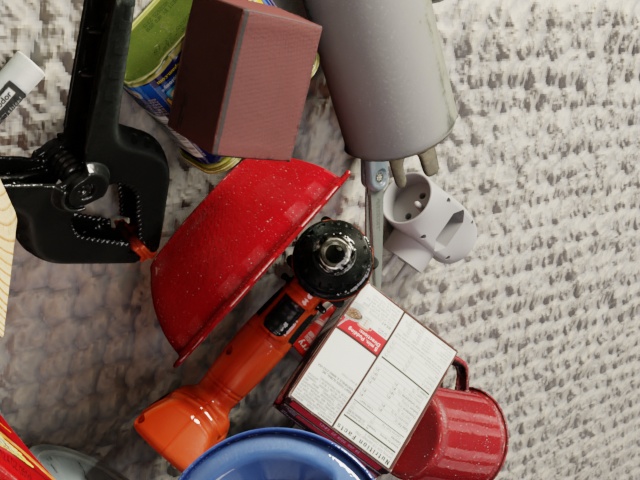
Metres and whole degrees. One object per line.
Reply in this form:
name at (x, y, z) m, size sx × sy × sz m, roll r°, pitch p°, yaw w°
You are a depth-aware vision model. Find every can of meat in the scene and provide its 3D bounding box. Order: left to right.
can of meat at (-0.063, -0.104, 0.620) m, size 0.102 × 0.058 × 0.083 m, roll -50°, pitch 135°, yaw -8°

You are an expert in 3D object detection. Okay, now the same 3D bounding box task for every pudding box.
pudding box at (0.034, 0.098, 0.756) m, size 0.113 × 0.090 × 0.039 m, roll -54°, pitch -175°, yaw -28°

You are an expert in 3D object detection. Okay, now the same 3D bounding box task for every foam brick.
foam brick at (-0.041, -0.088, 0.570) m, size 0.051 × 0.053 × 0.078 m, roll 0°, pitch 112°, yaw -38°

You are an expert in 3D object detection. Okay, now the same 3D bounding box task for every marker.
marker at (-0.192, -0.049, 0.562) m, size 0.121 × 0.020 × 0.020 m, roll -50°, pitch 137°, yaw -6°

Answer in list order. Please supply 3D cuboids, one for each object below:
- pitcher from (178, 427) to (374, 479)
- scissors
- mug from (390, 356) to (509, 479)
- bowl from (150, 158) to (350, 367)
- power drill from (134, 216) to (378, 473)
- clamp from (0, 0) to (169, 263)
pitcher at (-0.014, 0.189, 0.684) m, size 0.145 × 0.149 × 0.243 m, roll -45°, pitch 173°, yaw -7°
scissors at (0.051, -0.062, 0.763) m, size 0.096 × 0.016 × 0.202 m, roll -34°, pitch 127°, yaw -29°
mug at (0.102, 0.155, 0.914) m, size 0.081 × 0.093 × 0.117 m, roll 17°, pitch 81°, yaw -42°
bowl at (-0.054, 0.001, 0.658) m, size 0.162 × 0.055 × 0.162 m, roll -49°, pitch -178°, yaw 1°
power drill at (-0.036, 0.064, 0.691) m, size 0.187 × 0.057 × 0.184 m, roll -47°, pitch 176°, yaw -2°
clamp at (-0.128, -0.045, 0.568) m, size 0.164 × 0.036 × 0.209 m, roll -41°, pitch 153°, yaw 2°
